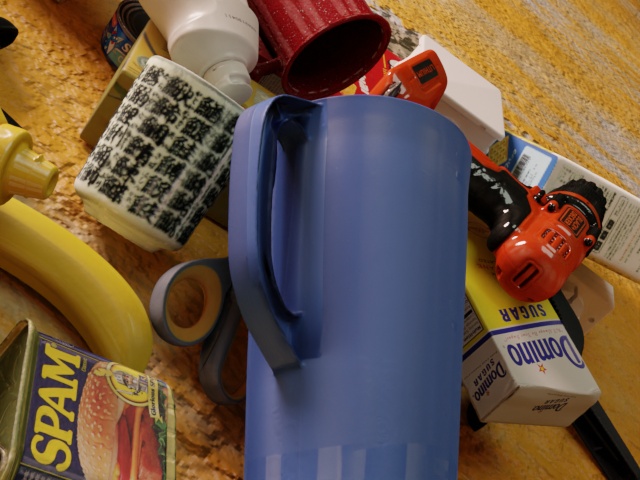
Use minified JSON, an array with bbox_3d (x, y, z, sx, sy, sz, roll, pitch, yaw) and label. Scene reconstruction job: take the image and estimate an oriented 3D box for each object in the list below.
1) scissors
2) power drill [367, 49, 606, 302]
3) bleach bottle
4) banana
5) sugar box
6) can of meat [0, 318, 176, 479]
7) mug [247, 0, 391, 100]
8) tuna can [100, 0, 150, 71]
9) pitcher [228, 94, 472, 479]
[{"bbox_3d":[-0.054,0.001,0.656,0.096,0.016,0.201,34,52,-39],"label":"scissors"},{"bbox_3d":[0.121,-0.053,0.759,0.188,0.057,0.184,43,29,6],"label":"power drill"},{"bbox_3d":[-0.106,-0.203,0.746,0.102,0.068,0.251,9,52,-51],"label":"bleach bottle"},{"bbox_3d":[-0.160,0.013,0.582,0.198,0.037,0.069,39,29,-2],"label":"banana"},{"bbox_3d":[0.115,0.042,0.734,0.093,0.048,0.176,11,40,-40],"label":"sugar box"},{"bbox_3d":[-0.116,0.098,0.501,0.083,0.058,0.102,27,33,-27],"label":"can of meat"},{"bbox_3d":[-0.017,-0.162,0.807,0.117,0.093,0.081,-25,68,-11],"label":"mug"},{"bbox_3d":[-0.128,-0.150,0.839,0.086,0.034,0.086,29,32,-20],"label":"tuna can"},{"bbox_3d":[0.013,0.045,0.589,0.149,0.145,0.243,8,59,-7],"label":"pitcher"}]
